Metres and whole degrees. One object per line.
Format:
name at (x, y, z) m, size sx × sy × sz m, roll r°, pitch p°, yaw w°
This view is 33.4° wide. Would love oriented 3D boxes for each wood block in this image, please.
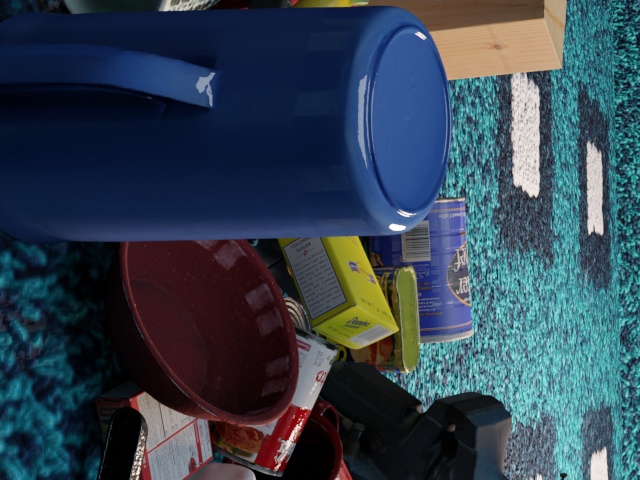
wood block at (0.126, -0.216, 1.038) m, size 0.090 × 0.206 × 0.090 m, roll 47°, pitch 46°, yaw -56°

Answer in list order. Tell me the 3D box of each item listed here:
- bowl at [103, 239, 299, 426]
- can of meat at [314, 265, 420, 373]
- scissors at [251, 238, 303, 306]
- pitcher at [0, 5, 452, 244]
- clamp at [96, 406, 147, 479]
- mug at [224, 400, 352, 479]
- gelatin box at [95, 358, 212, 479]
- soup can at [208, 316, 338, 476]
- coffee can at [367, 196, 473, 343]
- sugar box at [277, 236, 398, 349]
bowl at (-0.085, 0.053, 0.684) m, size 0.162 × 0.055 × 0.162 m, roll 40°, pitch 32°, yaw -33°
can of meat at (0.043, 0.072, 0.977) m, size 0.057 × 0.084 × 0.102 m, roll -14°, pitch 101°, yaw -66°
scissors at (-0.055, 0.001, 0.834) m, size 0.201 × 0.016 × 0.096 m, roll 30°, pitch 30°, yaw -42°
pitcher at (-0.066, -0.061, 0.549) m, size 0.149 × 0.243 × 0.145 m, roll -51°, pitch 133°, yaw -46°
clamp at (-0.130, 0.186, 0.627) m, size 0.120 × 0.039 × 0.171 m, roll -37°, pitch 128°, yaw -45°
mug at (-0.014, 0.180, 0.831) m, size 0.081 × 0.093 × 0.117 m, roll 68°, pitch 37°, yaw -46°
gelatin box at (-0.107, 0.124, 0.701) m, size 0.089 × 0.030 × 0.073 m, roll -27°, pitch 111°, yaw -64°
soup can at (-0.037, 0.109, 0.772) m, size 0.102 × 0.069 × 0.068 m, roll -65°, pitch 152°, yaw -4°
coffee can at (0.100, 0.028, 1.086) m, size 0.102 × 0.103 × 0.140 m, roll -10°, pitch 97°, yaw -66°
sugar box at (-0.002, -0.005, 0.844) m, size 0.093 × 0.048 × 0.176 m, roll 34°, pitch 32°, yaw -61°
